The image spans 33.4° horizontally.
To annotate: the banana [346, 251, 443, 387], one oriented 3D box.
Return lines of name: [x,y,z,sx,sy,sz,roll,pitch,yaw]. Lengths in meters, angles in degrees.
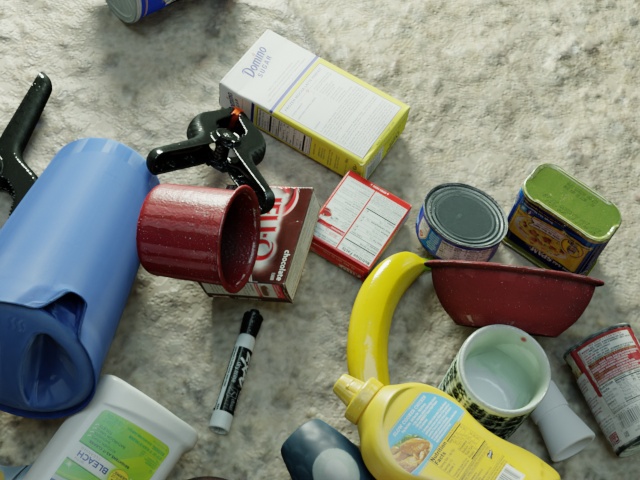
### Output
banana: [0.060,0.081,0.983,0.069,0.037,0.197,20,60,5]

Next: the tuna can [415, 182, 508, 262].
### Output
tuna can: [0.137,-0.015,1.040,0.086,0.034,0.086,9,47,-9]

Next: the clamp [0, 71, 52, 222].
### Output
clamp: [-0.312,-0.072,1.023,0.164,0.036,0.210,-21,67,-17]

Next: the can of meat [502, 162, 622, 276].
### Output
can of meat: [0.232,-0.016,1.034,0.102,0.084,0.057,36,62,13]

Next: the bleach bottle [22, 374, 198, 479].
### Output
bleach bottle: [-0.205,0.235,0.842,0.102,0.068,0.250,36,67,-10]

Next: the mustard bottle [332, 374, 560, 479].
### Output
mustard bottle: [0.091,0.170,0.860,0.192,0.058,0.096,35,52,13]

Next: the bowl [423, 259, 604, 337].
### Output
bowl: [0.170,0.055,0.962,0.162,0.162,0.055,8,85,-3]

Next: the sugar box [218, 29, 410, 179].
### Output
sugar box: [-0.007,-0.138,1.097,0.176,0.048,0.093,30,61,14]

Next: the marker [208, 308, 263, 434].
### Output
marker: [-0.074,0.115,0.957,0.020,0.020,0.121,15,59,1]

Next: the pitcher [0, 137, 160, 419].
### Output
pitcher: [-0.225,0.026,0.910,0.149,0.145,0.242,3,40,10]

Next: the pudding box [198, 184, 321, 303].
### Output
pudding box: [-0.057,0.001,0.997,0.090,0.039,0.113,2,58,21]

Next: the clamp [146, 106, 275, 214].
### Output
clamp: [-0.103,-0.087,1.013,0.120,0.039,0.171,22,25,-17]

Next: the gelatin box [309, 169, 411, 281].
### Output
gelatin box: [0.036,-0.014,1.039,0.073,0.030,0.089,30,64,10]

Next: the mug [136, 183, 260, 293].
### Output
mug: [-0.102,-0.007,0.929,0.082,0.117,0.093,7,98,18]
